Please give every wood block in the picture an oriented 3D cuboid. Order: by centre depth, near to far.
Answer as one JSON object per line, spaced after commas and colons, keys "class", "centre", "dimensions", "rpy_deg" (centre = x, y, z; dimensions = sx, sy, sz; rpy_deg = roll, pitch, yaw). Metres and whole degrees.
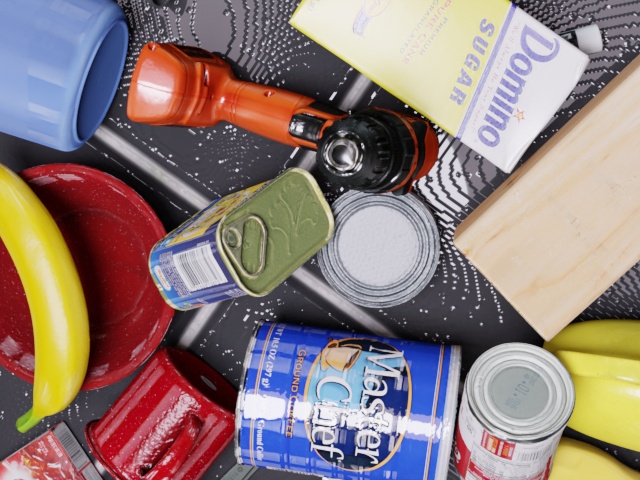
{"class": "wood block", "centre": [0.191, -0.043, 0.693], "dimensions": [0.206, 0.090, 0.090], "rpy_deg": [-44, 89, 11]}

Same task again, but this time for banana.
{"class": "banana", "centre": [-0.195, 0.035, 0.726], "dimensions": [0.069, 0.037, 0.198], "rpy_deg": [-7, 96, 8]}

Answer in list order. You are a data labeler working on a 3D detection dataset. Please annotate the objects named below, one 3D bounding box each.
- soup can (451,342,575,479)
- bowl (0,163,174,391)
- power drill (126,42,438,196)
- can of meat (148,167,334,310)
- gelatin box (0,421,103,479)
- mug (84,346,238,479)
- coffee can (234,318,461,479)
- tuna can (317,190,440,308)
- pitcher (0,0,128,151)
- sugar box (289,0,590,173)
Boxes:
{"class": "soup can", "centre": [0.121, 0.118, 0.680], "dimensions": [0.068, 0.102, 0.068], "rpy_deg": [-1, 56, 2]}
{"class": "bowl", "centre": [-0.175, 0.024, 0.770], "dimensions": [0.162, 0.055, 0.162], "rpy_deg": [1, 97, 8]}
{"class": "power drill", "centre": [-0.024, -0.075, 0.682], "dimensions": [0.188, 0.184, 0.057], "rpy_deg": [20, 99, 14]}
{"class": "can of meat", "centre": [-0.055, 0.001, 0.715], "dimensions": [0.084, 0.101, 0.057], "rpy_deg": [-16, 108, 44]}
{"class": "gelatin box", "centre": [-0.203, 0.195, 0.808], "dimensions": [0.073, 0.030, 0.089], "rpy_deg": [-33, 91, 11]}
{"class": "mug", "centre": [-0.105, 0.132, 0.746], "dimensions": [0.093, 0.117, 0.081], "rpy_deg": [39, 96, -11]}
{"class": "coffee can", "centre": [0.021, 0.113, 0.730], "dimensions": [0.140, 0.102, 0.103], "rpy_deg": [7, 98, 7]}
{"class": "tuna can", "centre": [0.041, 0.002, 0.748], "dimensions": [0.086, 0.033, 0.086], "rpy_deg": [1, 97, 8]}
{"class": "pitcher", "centre": [-0.257, -0.160, 0.730], "dimensions": [0.243, 0.145, 0.149], "rpy_deg": [21, 111, 1]}
{"class": "sugar box", "centre": [0.078, -0.131, 0.696], "dimensions": [0.176, 0.048, 0.093], "rpy_deg": [34, 105, -1]}
